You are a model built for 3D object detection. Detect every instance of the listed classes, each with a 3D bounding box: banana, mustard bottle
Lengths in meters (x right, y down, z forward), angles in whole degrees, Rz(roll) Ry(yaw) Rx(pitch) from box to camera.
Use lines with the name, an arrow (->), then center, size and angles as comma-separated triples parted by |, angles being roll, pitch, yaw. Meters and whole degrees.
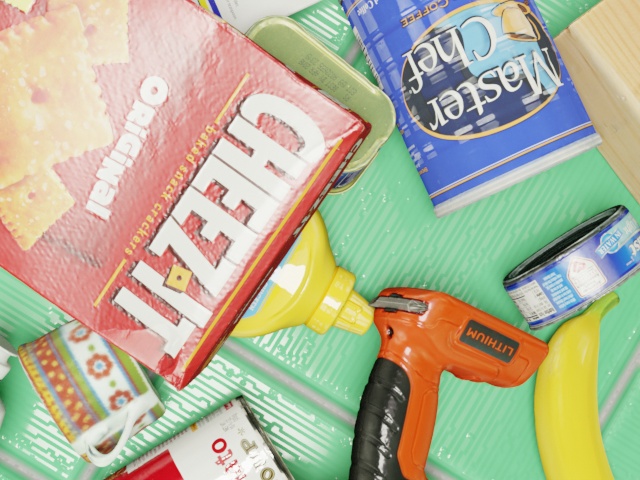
banana -> 0.166, 0.132, 0.638 | 0.069, 0.037, 0.198 | -9, 87, -5
mustard bottle -> -0.054, 0.001, 0.615 | 0.191, 0.058, 0.096 | 30, 92, -3

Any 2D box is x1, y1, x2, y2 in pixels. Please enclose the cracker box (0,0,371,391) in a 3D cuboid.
cracker box -> -0.107, -0.052, 0.541 | 0.213, 0.072, 0.164 | 35, 98, 2

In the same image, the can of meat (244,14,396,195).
can of meat -> -0.009, -0.076, 0.612 | 0.102, 0.084, 0.057 | 38, 84, -2

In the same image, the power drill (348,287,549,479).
power drill -> 0.066, 0.133, 0.601 | 0.184, 0.057, 0.187 | 27, 75, -32

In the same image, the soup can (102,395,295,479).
soup can -> -0.070, 0.142, 0.600 | 0.102, 0.068, 0.068 | -32, 89, -7

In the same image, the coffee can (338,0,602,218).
coffee can -> 0.085, -0.097, 0.613 | 0.102, 0.103, 0.140 | -24, 88, -7

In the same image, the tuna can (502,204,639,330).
tuna can -> 0.149, 0.015, 0.620 | 0.086, 0.086, 0.034 | -33, 88, -7
